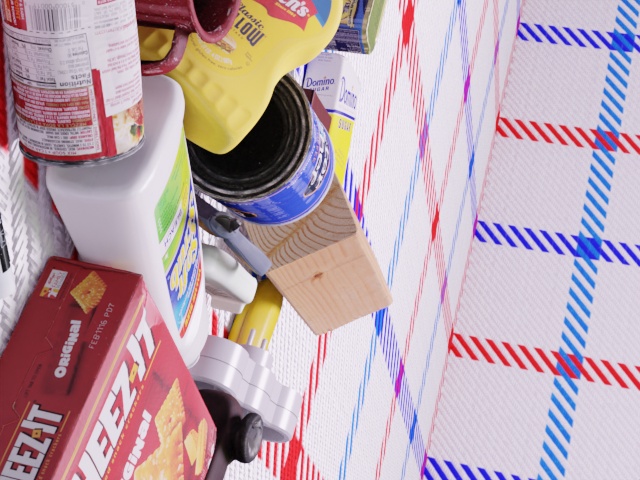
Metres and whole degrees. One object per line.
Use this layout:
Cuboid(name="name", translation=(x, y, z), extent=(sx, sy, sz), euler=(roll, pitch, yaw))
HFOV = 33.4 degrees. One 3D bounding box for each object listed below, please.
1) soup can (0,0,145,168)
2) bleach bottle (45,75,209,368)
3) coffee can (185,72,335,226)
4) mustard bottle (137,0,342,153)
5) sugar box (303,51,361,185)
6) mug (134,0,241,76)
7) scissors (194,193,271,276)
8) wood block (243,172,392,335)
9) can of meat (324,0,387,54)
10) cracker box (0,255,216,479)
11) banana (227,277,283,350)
Cuboid(name="soup can", translation=(-0.129, -0.098, 0.555), extent=(0.068, 0.068, 0.102), euler=(-59, 153, -56))
Cuboid(name="bleach bottle", translation=(-0.111, 0.008, 0.709), extent=(0.251, 0.068, 0.102), euler=(84, 17, -55))
Cuboid(name="coffee can", translation=(-0.047, -0.069, 0.791), extent=(0.140, 0.103, 0.103), euler=(40, 60, -81))
Cuboid(name="mustard bottle", translation=(-0.040, -0.151, 0.702), extent=(0.191, 0.096, 0.058), euler=(-51, -176, -29))
Cuboid(name="sugar box", translation=(0.002, -0.099, 1.113), extent=(0.093, 0.048, 0.176), euler=(41, 60, -73))
Cuboid(name="mug", translation=(-0.097, -0.152, 0.614), extent=(0.093, 0.081, 0.117), euler=(11, 88, -76))
Cuboid(name="scissors", translation=(-0.055, 0.001, 0.742), extent=(0.016, 0.096, 0.202), euler=(-49, -159, -6))
Cuboid(name="wood block", translation=(-0.001, 0.009, 1.005), extent=(0.206, 0.091, 0.090), euler=(60, 8, -67))
Cuboid(name="can of meat", translation=(0.016, -0.227, 1.005), extent=(0.057, 0.084, 0.102), euler=(60, 41, -68))
Cuboid(name="cracker box", translation=(-0.137, 0.139, 0.667), extent=(0.213, 0.072, 0.164), euler=(78, 25, -54))
Cuboid(name="banana", translation=(-0.066, 0.105, 0.995), extent=(0.069, 0.037, 0.197), euler=(78, 25, -51))
